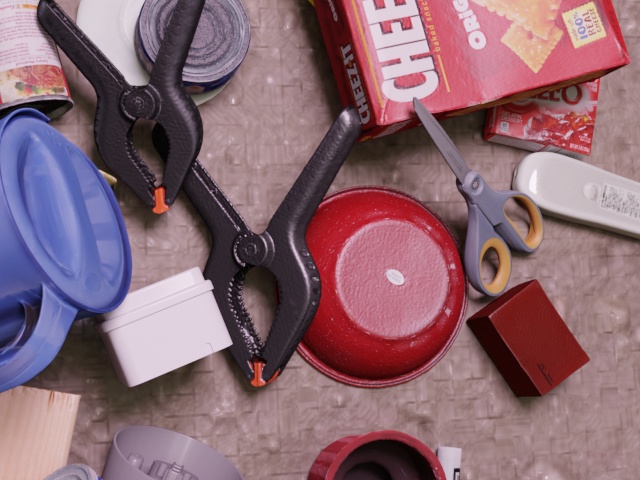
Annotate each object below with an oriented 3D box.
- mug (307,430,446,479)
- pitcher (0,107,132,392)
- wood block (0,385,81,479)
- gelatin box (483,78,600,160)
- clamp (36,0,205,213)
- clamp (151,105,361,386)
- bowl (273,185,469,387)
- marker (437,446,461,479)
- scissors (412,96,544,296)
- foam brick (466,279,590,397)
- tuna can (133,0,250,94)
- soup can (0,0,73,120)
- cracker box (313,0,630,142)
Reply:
[{"bbox_3d":[0.035,0.197,0.782,0.093,0.082,0.117,12,80,-12],"label":"mug"},{"bbox_3d":[-0.251,0.031,0.666,0.243,0.149,0.145,-23,96,16],"label":"pitcher"},{"bbox_3d":[-0.227,0.198,0.717,0.090,0.090,0.206,12,79,-13],"label":"wood block"},{"bbox_3d":[0.184,-0.112,0.886,0.089,0.030,0.073,12,80,-12],"label":"gelatin box"},{"bbox_3d":[-0.120,-0.108,0.763,0.120,0.039,0.171,-15,107,13],"label":"clamp"},{"bbox_3d":[-0.055,0.001,0.796,0.165,0.036,0.210,5,94,20],"label":"clamp"},{"bbox_3d":[0.048,0.032,0.822,0.162,0.055,0.162,2,82,-14],"label":"bowl"},{"bbox_3d":[0.096,0.221,0.825,0.020,0.020,0.121,7,81,-12],"label":"marker"},{"bbox_3d":[0.110,-0.022,0.809,0.201,0.016,0.096,29,82,-44],"label":"scissors"},{"bbox_3d":[0.163,0.078,0.845,0.053,0.051,0.078,-33,91,-14],"label":"foam brick"},{"bbox_3d":[-0.096,-0.155,0.803,0.086,0.034,0.086,2,84,-14],"label":"tuna can"},{"bbox_3d":[-0.225,-0.139,0.775,0.068,0.069,0.102,-14,85,-15],"label":"soup can"},{"bbox_3d":[0.110,-0.181,0.812,0.213,0.072,0.164,-16,88,-16],"label":"cracker box"}]
